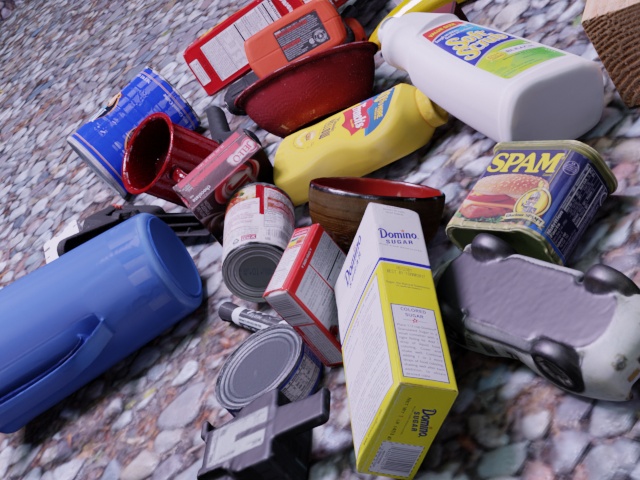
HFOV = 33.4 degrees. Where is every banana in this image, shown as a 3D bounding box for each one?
[{"bbox_3d":[0.137,-0.265,1.166,0.198,0.037,0.069,-18,33,35],"label":"banana"}]

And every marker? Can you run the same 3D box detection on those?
[{"bbox_3d":[-0.056,0.071,0.938,0.020,0.020,0.121,-50,30,-19],"label":"marker"}]

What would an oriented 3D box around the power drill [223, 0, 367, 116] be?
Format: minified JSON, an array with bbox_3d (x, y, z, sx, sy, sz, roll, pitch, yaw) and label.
[{"bbox_3d":[-0.035,-0.199,1.176,0.184,0.057,0.187,-31,1,4],"label":"power drill"}]

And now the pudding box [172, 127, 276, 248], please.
[{"bbox_3d":[-0.087,-0.050,1.055,0.090,0.113,0.039,-42,69,-5],"label":"pudding box"}]

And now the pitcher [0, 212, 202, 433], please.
[{"bbox_3d":[-0.240,0.082,1.036,0.243,0.145,0.149,-31,70,10],"label":"pitcher"}]

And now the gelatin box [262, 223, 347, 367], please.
[{"bbox_3d":[0.002,0.044,0.835,0.030,0.089,0.073,-16,36,39],"label":"gelatin box"}]

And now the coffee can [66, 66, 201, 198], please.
[{"bbox_3d":[-0.238,-0.138,1.366,0.140,0.102,0.103,-45,29,-9],"label":"coffee can"}]

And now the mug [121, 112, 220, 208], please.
[{"bbox_3d":[-0.151,-0.078,1.155,0.117,0.081,0.093,36,102,49],"label":"mug"}]

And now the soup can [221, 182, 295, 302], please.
[{"bbox_3d":[-0.056,0.001,0.988,0.069,0.068,0.102,-30,30,17],"label":"soup can"}]

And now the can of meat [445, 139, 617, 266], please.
[{"bbox_3d":[0.153,-0.024,0.787,0.102,0.057,0.084,6,55,54],"label":"can of meat"}]

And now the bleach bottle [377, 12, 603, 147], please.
[{"bbox_3d":[0.123,-0.149,0.925,0.102,0.068,0.251,-23,34,-23],"label":"bleach bottle"}]

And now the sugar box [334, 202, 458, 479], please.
[{"bbox_3d":[0.048,0.065,0.732,0.176,0.048,0.093,-92,18,-49],"label":"sugar box"}]

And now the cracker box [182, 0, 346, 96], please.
[{"bbox_3d":[-0.048,-0.278,1.307,0.214,0.072,0.164,-29,12,34],"label":"cracker box"}]

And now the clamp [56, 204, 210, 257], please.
[{"bbox_3d":[-0.203,-0.017,1.184,0.164,0.036,0.210,-9,11,-8],"label":"clamp"}]

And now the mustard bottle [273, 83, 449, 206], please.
[{"bbox_3d":[0.048,-0.101,1.019,0.192,0.058,0.096,-23,26,28],"label":"mustard bottle"}]

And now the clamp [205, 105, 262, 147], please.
[{"bbox_3d":[-0.113,-0.105,1.230,0.172,0.039,0.120,8,70,48],"label":"clamp"}]

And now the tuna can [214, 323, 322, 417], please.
[{"bbox_3d":[-0.041,0.109,0.851,0.086,0.033,0.086,-29,30,19],"label":"tuna can"}]

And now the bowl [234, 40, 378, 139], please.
[{"bbox_3d":[-0.005,-0.147,1.105,0.162,0.055,0.162,-22,-4,-2],"label":"bowl"}]
